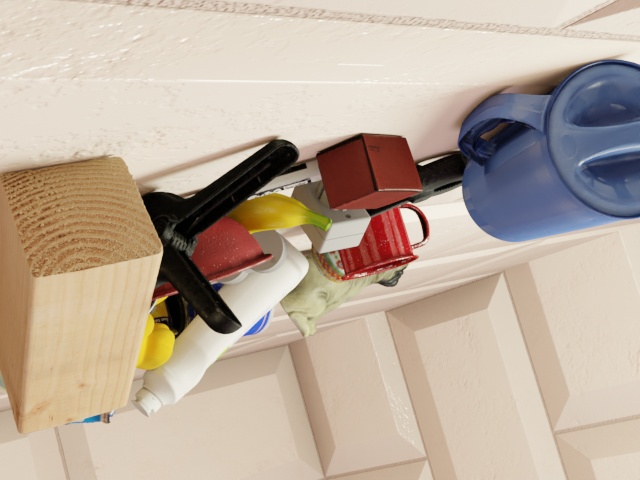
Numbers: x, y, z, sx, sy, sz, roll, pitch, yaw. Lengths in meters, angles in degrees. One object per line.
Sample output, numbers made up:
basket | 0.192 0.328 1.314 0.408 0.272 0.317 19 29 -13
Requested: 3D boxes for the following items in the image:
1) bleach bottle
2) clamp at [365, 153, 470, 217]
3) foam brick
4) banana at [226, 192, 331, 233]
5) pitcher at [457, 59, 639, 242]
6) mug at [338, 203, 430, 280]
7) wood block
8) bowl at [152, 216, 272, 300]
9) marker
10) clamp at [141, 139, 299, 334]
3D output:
bleach bottle | -0.122 0.103 1.243 0.250 0.068 0.103 -47 176 -23
clamp | 0.094 -0.058 1.096 0.171 0.039 0.120 -22 177 -1
foam brick | 0.043 -0.059 0.929 0.051 0.053 0.078 -21 170 33
banana | -0.067 -0.012 1.018 0.037 0.069 0.198 -53 -162 -26
pitcher | 0.208 -0.071 0.971 0.145 0.149 0.243 -29 179 -15
mug | 0.069 -0.009 1.227 0.117 0.081 0.093 -14 172 -10
wood block | -0.184 0.045 0.783 0.090 0.091 0.206 -12 146 -26
bowl | -0.127 0.013 0.954 0.162 0.055 0.162 -17 -177 1
marker | -0.054 -0.048 0.938 0.121 0.020 0.020 -16 172 0
clamp | -0.117 0.008 0.843 0.210 0.164 0.036 -12 141 34
